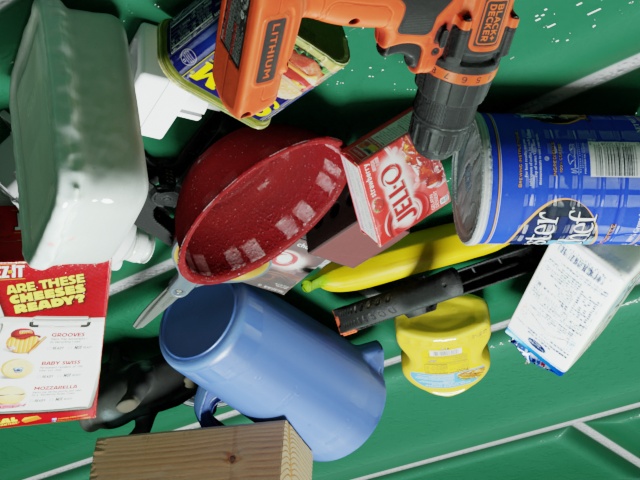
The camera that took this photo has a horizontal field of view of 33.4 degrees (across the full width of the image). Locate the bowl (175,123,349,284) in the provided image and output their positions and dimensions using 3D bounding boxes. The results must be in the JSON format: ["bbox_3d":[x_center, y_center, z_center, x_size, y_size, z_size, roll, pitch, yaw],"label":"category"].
[{"bbox_3d":[-0.055,-0.038,0.824,0.162,0.055,0.162,-33,158,-15],"label":"bowl"}]

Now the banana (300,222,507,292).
[{"bbox_3d":[0.082,0.016,0.964,0.198,0.069,0.037,-17,104,7],"label":"banana"}]

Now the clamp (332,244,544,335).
[{"bbox_3d":[0.101,0.050,1.012,0.164,0.036,0.210,-12,172,-44],"label":"clamp"}]

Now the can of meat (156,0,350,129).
[{"bbox_3d":[-0.043,-0.130,0.709,0.084,0.057,0.102,-30,141,33],"label":"can of meat"}]

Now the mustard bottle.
[{"bbox_3d":[0.134,0.121,1.147,0.096,0.058,0.191,-7,149,5],"label":"mustard bottle"}]

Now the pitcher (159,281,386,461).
[{"bbox_3d":[-0.055,0.131,1.076,0.145,0.149,0.242,-4,151,37],"label":"pitcher"}]

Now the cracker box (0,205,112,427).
[{"bbox_3d":[-0.259,0.066,0.858,0.164,0.072,0.214,-3,137,-19],"label":"cracker box"}]

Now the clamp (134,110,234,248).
[{"bbox_3d":[-0.115,-0.051,0.856,0.120,0.039,0.171,-4,150,9],"label":"clamp"}]

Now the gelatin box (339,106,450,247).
[{"bbox_3d":[0.059,-0.048,0.827,0.073,0.030,0.089,-32,134,-16],"label":"gelatin box"}]

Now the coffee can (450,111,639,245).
[{"bbox_3d":[0.180,-0.047,0.822,0.140,0.103,0.103,0,149,-6],"label":"coffee can"}]

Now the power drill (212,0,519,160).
[{"bbox_3d":[0.031,-0.121,0.659,0.187,0.057,0.185,-8,132,-24],"label":"power drill"}]

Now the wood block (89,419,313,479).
[{"bbox_3d":[-0.121,0.246,1.072,0.206,0.091,0.090,-8,143,17],"label":"wood block"}]

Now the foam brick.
[{"bbox_3d":[0.031,-0.019,0.906,0.051,0.053,0.078,20,142,-33],"label":"foam brick"}]

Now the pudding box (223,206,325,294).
[{"bbox_3d":[-0.056,0.001,0.946,0.113,0.039,0.090,17,145,-29],"label":"pudding box"}]

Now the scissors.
[{"bbox_3d":[-0.106,0.041,0.958,0.096,0.016,0.202,10,147,-14],"label":"scissors"}]
